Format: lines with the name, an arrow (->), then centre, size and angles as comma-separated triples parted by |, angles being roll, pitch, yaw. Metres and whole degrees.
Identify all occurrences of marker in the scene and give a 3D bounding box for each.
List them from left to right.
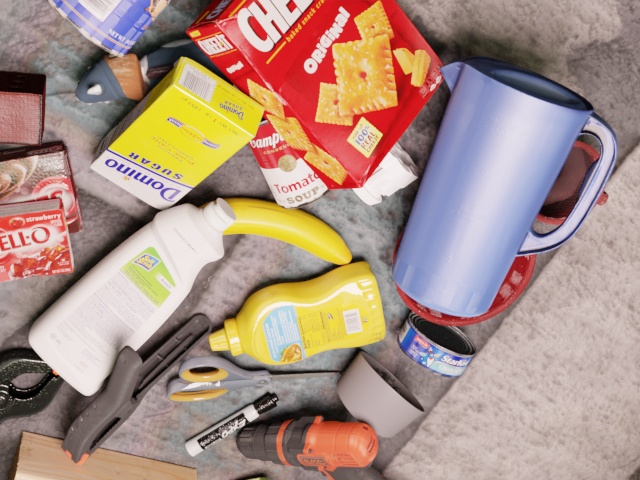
marker -> -0.101, 0.212, 1.236 | 0.121, 0.020, 0.020 | -31, 115, 4

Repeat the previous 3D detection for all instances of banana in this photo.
banana -> -0.058, -0.012, 1.140 | 0.197, 0.037, 0.070 | 6, 134, -10

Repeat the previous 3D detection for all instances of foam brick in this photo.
foam brick -> -0.291, -0.128, 1.022 | 0.053, 0.078, 0.051 | 2, 112, -13

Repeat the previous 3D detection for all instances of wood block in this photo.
wood block -> -0.250, 0.297, 1.208 | 0.206, 0.090, 0.091 | 17, 108, -16

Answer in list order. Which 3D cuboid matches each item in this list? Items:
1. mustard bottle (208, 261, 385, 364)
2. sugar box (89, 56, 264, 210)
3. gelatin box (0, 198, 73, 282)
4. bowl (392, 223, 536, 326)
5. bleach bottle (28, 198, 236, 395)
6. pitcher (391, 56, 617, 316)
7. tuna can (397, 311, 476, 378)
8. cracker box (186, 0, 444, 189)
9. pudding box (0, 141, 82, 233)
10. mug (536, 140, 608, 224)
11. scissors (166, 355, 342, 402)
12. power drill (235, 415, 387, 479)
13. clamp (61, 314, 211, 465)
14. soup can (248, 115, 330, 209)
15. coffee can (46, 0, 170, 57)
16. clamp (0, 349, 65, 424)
mustard bottle -> -0.028, 0.089, 1.173 | 0.191, 0.058, 0.096 | -15, 127, -4
sugar box -> -0.142, -0.097, 1.029 | 0.093, 0.048, 0.177 | 32, 139, -21
gelatin box -> -0.296, 0.001, 1.062 | 0.089, 0.030, 0.073 | -8, 120, -9
bowl -> 0.152, 0.011, 1.173 | 0.162, 0.055, 0.162 | -4, 114, -9
bleach bottle -> -0.182, 0.050, 1.107 | 0.251, 0.068, 0.102 | -39, 108, 15
pitcher -> 0.169, -0.046, 1.048 | 0.144, 0.149, 0.243 | 6, 115, -32
tuna can -> 0.130, 0.117, 1.199 | 0.086, 0.086, 0.034 | 22, 110, -18
cracker box -> 0.005, -0.179, 1.019 | 0.213, 0.072, 0.164 | 47, 68, -24
pudding box -> -0.304, -0.045, 1.076 | 0.113, 0.039, 0.090 | -10, 116, -5
mug -> 0.256, -0.070, 1.141 | 0.117, 0.081, 0.093 | 20, 108, -18
scissors -> -0.074, 0.147, 1.194 | 0.201, 0.016, 0.096 | -10, 147, -5
power drill -> 0.013, 0.272, 1.234 | 0.185, 0.057, 0.187 | -5, 137, 37
clamp -> -0.207, 0.163, 1.150 | 0.036, 0.164, 0.210 | 45, 118, 11
soup can -> -0.034, -0.092, 1.089 | 0.068, 0.068, 0.102 | -25, 116, 1
coffee can -> -0.174, -0.254, 0.973 | 0.102, 0.103, 0.140 | 39, 102, -22
clamp -> -0.357, 0.161, 1.157 | 0.171, 0.039, 0.120 | -33, 121, -1
